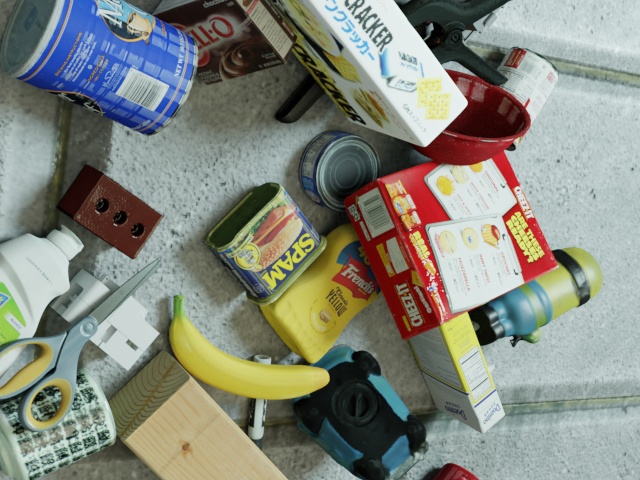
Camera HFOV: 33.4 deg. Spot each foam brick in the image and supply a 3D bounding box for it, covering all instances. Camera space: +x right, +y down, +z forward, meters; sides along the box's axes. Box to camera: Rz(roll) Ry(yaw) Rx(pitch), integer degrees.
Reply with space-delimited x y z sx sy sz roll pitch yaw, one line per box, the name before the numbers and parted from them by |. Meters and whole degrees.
foam brick | -0.198 -0.027 1.007 0.078 0.051 0.053 37 82 -35

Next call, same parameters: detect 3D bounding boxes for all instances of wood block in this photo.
wood block | -0.117 0.223 1.094 0.090 0.090 0.206 -43 117 -11

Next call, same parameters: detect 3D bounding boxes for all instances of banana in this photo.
banana | -0.084 0.129 1.117 0.197 0.037 0.070 30 107 -24

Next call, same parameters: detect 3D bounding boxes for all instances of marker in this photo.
marker | -0.069 0.185 1.171 0.020 0.020 0.121 -2 104 -33

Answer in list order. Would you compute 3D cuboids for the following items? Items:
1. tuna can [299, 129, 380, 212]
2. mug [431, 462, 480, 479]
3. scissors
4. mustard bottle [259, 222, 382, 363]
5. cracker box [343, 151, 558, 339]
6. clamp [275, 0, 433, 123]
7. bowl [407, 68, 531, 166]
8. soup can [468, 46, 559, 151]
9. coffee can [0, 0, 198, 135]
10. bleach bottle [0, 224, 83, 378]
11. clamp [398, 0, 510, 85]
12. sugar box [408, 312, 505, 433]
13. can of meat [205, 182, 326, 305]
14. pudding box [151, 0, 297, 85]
tuna can | 0.022 -0.074 1.148 0.086 0.034 0.086 -10 108 -31
mug | 0.162 0.325 1.313 0.081 0.093 0.117 -47 152 -19
scissors | -0.214 0.101 0.981 0.201 0.016 0.096 -28 106 -28
mustard bottle | 0.027 0.038 1.168 0.191 0.058 0.096 -45 124 -15
cracker box | 0.143 -0.005 1.161 0.213 0.072 0.164 -20 84 -42
clamp | 0.031 -0.228 1.109 0.209 0.036 0.164 -22 115 -22
bowl | 0.142 -0.127 1.151 0.161 0.162 0.055 -8 130 -31
soup can | 0.222 -0.164 1.232 0.068 0.069 0.102 36 82 -35
coffee can | -0.194 -0.165 0.939 0.140 0.103 0.103 23 90 -36
bleach bottle | -0.309 0.088 0.962 0.250 0.068 0.102 -46 124 -16
clamp | 0.141 -0.227 1.116 0.171 0.039 0.120 3 113 -28
sugar box | 0.151 0.136 1.256 0.048 0.093 0.176 -37 121 -19
can of meat | -0.057 0.001 1.105 0.102 0.058 0.084 -46 120 -15
pudding box | -0.090 -0.197 0.992 0.090 0.114 0.039 47 51 -33
